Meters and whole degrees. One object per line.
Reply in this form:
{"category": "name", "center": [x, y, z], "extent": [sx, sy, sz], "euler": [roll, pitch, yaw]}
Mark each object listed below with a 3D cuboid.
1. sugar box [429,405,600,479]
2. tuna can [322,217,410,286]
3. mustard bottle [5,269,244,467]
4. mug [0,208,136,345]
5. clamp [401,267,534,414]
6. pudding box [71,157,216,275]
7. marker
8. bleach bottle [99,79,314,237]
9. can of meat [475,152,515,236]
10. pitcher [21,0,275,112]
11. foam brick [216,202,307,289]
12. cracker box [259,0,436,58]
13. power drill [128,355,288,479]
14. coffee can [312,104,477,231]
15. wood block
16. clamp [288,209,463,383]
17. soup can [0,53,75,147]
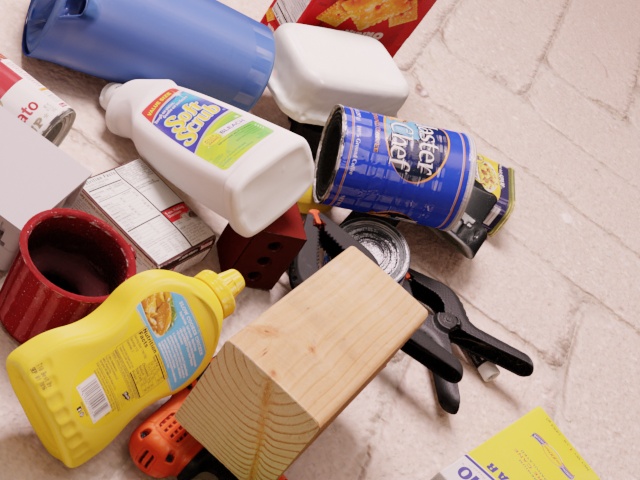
{"category": "sugar box", "center": [0.175, 0.224, 0.976], "extent": [0.175, 0.048, 0.093], "euler": [-18, 63, -50]}
{"category": "tuna can", "center": [0.046, 0.020, 1.071], "extent": [0.086, 0.034, 0.086], "euler": [4, 61, -7]}
{"category": "mustard bottle", "center": [-0.132, 0.077, 0.796], "extent": [0.191, 0.096, 0.058], "euler": [-35, 30, -30]}
{"category": "mug", "center": [-0.196, 0.032, 0.845], "extent": [0.093, 0.082, 0.117], "euler": [48, 38, 14]}
{"category": "clamp", "center": [0.120, 0.097, 1.070], "extent": [0.172, 0.039, 0.120], "euler": [42, 42, 22]}
{"category": "pudding box", "center": [-0.162, -0.016, 0.964], "extent": [0.113, 0.039, 0.089], "euler": [43, 36, 11]}
{"category": "marker", "center": [0.149, 0.093, 1.117], "extent": [0.020, 0.020, 0.121], "euler": [-4, 52, -42]}
{"category": "bleach bottle", "center": [-0.127, -0.093, 0.996], "extent": [0.251, 0.068, 0.102], "euler": [28, 55, 36]}
{"category": "can of meat", "center": [0.184, -0.064, 1.286], "extent": [0.084, 0.058, 0.102], "euler": [26, 37, -11]}
{"category": "pitcher", "center": [-0.177, -0.216, 1.106], "extent": [0.242, 0.145, 0.149], "euler": [18, 52, -30]}
{"category": "foam brick", "center": [-0.057, 0.001, 0.999], "extent": [0.052, 0.078, 0.051], "euler": [11, 45, -29]}
{"category": "cracker box", "center": [0.037, -0.274, 1.258], "extent": [0.163, 0.214, 0.072], "euler": [2, 51, -38]}
{"category": "power drill", "center": [-0.036, 0.171, 0.851], "extent": [0.188, 0.057, 0.184], "euler": [40, 40, 9]}
{"category": "coffee can", "center": [0.073, -0.073, 1.077], "extent": [0.140, 0.103, 0.103], "euler": [11, 42, -12]}
{"category": "wood block", "center": [-0.008, 0.094, 0.834], "extent": [0.090, 0.091, 0.205], "euler": [42, 32, 8]}
{"category": "clamp", "center": [0.036, 0.062, 1.000], "extent": [0.164, 0.036, 0.210], "euler": [-2, 56, -25]}
{"category": "soup can", "center": [-0.279, -0.120, 0.953], "extent": [0.102, 0.069, 0.068], "euler": [37, 36, -1]}
